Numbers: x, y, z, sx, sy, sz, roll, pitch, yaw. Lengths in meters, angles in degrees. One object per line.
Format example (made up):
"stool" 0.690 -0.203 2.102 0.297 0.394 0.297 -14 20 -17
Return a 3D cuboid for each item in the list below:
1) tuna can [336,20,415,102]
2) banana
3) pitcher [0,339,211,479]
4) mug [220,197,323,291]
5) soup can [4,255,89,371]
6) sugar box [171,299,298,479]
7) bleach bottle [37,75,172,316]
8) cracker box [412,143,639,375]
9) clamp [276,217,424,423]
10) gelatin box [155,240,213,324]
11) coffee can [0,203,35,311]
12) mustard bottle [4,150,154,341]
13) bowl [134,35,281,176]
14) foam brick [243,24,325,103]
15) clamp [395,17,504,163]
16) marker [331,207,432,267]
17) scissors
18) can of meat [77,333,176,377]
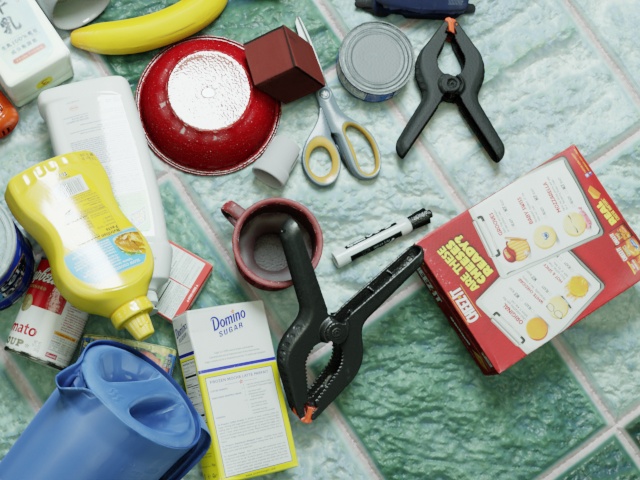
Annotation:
"tuna can" 0.061 -0.199 1.191 0.086 0.034 0.086 1 79 -7
"banana" -0.174 -0.244 1.173 0.197 0.037 0.070 -30 56 -14
"pitcher" -0.226 0.224 1.002 0.149 0.145 0.243 42 105 0
"mug" -0.057 0.001 1.115 0.117 0.081 0.093 37 78 1
"soup can" -0.270 0.075 1.083 0.068 0.068 0.102 21 77 -3
"sugar box" -0.088 0.154 1.089 0.093 0.048 0.176 -6 77 -34
"bleach bottle" -0.215 -0.040 1.093 0.102 0.068 0.251 -14 73 -7
"cracker box" 0.225 0.021 1.151 0.213 0.072 0.164 -31 83 -10
"clamp" 0.002 0.080 1.074 0.164 0.036 0.210 19 97 -29
"gelatin box" -0.169 0.037 1.122 0.089 0.030 0.073 30 78 2
"coffee can" -0.341 0.013 1.049 0.102 0.140 0.103 1 79 -7
"mustard bottle" -0.213 0.011 1.013 0.096 0.058 0.192 -26 77 -35
"bowl" -0.120 -0.154 1.150 0.162 0.055 0.162 1 80 -6
"foam brick" -0.038 -0.188 1.146 0.051 0.078 0.053 -23 72 20
"clamp" 0.154 -0.162 1.193 0.120 0.039 0.171 12 78 -7
"marker" 0.069 -0.004 1.163 0.121 0.020 0.020 -26 84 -11
"scissors" -0.008 -0.145 1.182 0.096 0.016 0.202 -33 85 -11
"can of meat" -0.201 0.145 1.085 0.102 0.057 0.084 12 76 -4
